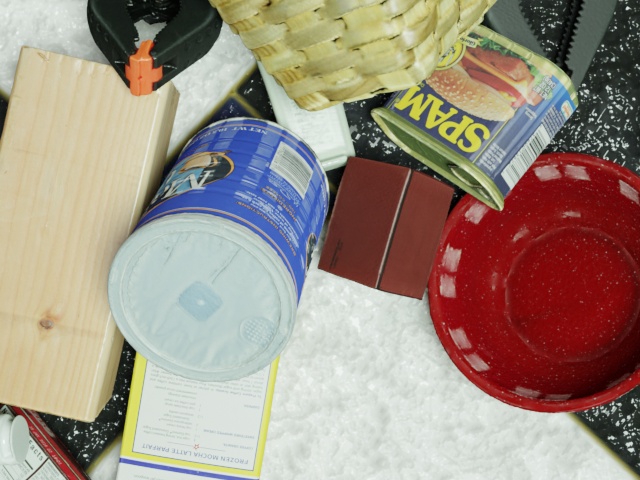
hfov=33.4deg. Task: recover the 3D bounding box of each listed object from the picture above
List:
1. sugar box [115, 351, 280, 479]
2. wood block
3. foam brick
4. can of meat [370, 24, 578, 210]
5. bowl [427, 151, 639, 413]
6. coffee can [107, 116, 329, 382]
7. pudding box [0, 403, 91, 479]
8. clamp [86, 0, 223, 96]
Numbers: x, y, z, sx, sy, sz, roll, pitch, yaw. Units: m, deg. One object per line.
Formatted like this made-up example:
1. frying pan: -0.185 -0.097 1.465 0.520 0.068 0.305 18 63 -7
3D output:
1. sugar box: -0.079 0.120 0.692 0.093 0.048 0.176 10 96 -2
2. wood block: -0.156 -0.005 0.661 0.091 0.090 0.206 13 92 -4
3. foam brick: 0.041 -0.008 0.677 0.053 0.051 0.078 19 93 41
4. can of meat: 0.097 -0.081 0.667 0.102 0.057 0.084 38 88 35
5. bowl: 0.152 0.029 0.672 0.162 0.055 0.162 -6 75 25
6. coffee can: -0.054 0.001 0.624 0.103 0.140 0.103 4 119 7
7. pudding box: -0.204 0.172 0.677 0.113 0.039 0.090 -46 66 -1
8. clamp: -0.086 -0.154 0.644 0.120 0.039 0.171 -5 53 -3
